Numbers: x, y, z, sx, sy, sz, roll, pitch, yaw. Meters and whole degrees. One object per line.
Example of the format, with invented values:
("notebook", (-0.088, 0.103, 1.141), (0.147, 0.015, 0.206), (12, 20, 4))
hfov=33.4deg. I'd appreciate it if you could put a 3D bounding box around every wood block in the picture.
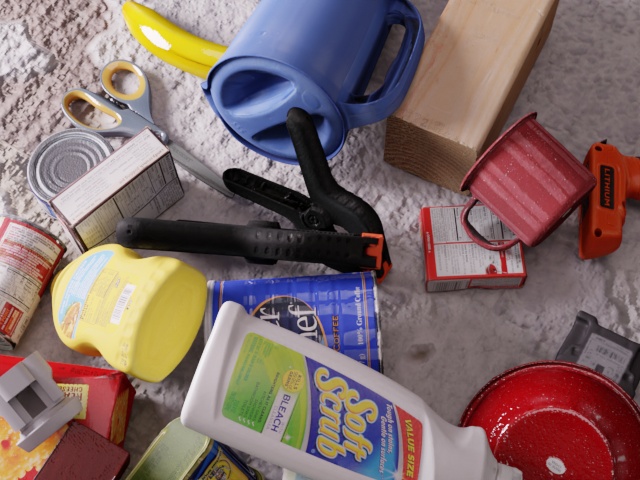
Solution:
("wood block", (0.143, -0.158, 0.994), (0.090, 0.091, 0.206), (24, 68, 12))

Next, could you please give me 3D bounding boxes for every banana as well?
("banana", (-0.116, -0.189, 1.054), (0.198, 0.037, 0.069), (18, 38, 8))

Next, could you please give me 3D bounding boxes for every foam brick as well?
("foam brick", (-0.184, 0.182, 0.796), (0.051, 0.053, 0.078), (31, 65, 1))

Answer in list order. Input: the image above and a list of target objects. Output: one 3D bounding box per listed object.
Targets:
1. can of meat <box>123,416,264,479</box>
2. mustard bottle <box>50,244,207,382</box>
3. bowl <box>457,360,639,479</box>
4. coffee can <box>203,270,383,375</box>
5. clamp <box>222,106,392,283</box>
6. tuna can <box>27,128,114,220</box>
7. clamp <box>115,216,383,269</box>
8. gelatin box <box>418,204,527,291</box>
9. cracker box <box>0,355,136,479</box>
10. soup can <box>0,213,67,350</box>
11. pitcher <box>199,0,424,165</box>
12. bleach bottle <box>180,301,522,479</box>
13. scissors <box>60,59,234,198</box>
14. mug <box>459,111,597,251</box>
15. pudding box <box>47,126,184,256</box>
("can of meat", (-0.104, 0.199, 0.834), (0.058, 0.084, 0.102), (19, 64, 42))
("mustard bottle", (-0.174, 0.052, 0.888), (0.192, 0.058, 0.096), (11, 75, 50))
("bowl", (0.181, 0.174, 0.829), (0.162, 0.055, 0.162), (-2, 83, 13))
("coffee can", (-0.021, 0.080, 0.884), (0.140, 0.103, 0.103), (-4, 65, 1))
("clamp", (-0.009, -0.027, 0.942), (0.171, 0.120, 0.039), (54, 48, -11))
("tuna can", (-0.229, -0.061, 0.998), (0.086, 0.034, 0.086), (-1, 65, 2))
("clamp", (-0.056, 0.001, 0.881), (0.210, 0.164, 0.036), (5, 92, 15))
("gelatin box", (0.135, 0.006, 0.951), (0.089, 0.030, 0.073), (-3, 64, -1))
("cracker box", (-0.254, 0.201, 0.856), (0.164, 0.072, 0.213), (8, 66, 5))
("soup can", (-0.275, 0.037, 0.936), (0.068, 0.068, 0.102), (18, 67, 11))
("pitcher", (0.011, -0.195, 0.985), (0.149, 0.145, 0.242), (34, 57, -12))
("bleach bottle", (0.029, 0.134, 0.793), (0.251, 0.068, 0.102), (20, 77, 1))
("scissors", (-0.153, -0.115, 1.029), (0.202, 0.016, 0.096), (21, 68, 12))
("mug", (0.172, -0.040, 0.914), (0.081, 0.093, 0.117), (46, 102, 12))
("pudding box", (-0.179, -0.039, 0.954), (0.113, 0.090, 0.039), (-42, 71, -15))
